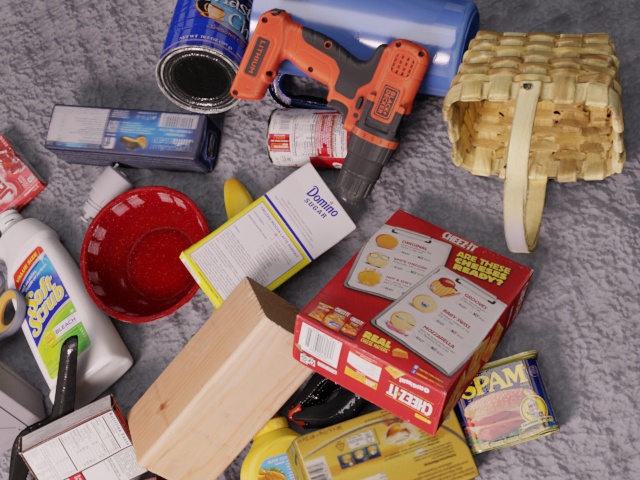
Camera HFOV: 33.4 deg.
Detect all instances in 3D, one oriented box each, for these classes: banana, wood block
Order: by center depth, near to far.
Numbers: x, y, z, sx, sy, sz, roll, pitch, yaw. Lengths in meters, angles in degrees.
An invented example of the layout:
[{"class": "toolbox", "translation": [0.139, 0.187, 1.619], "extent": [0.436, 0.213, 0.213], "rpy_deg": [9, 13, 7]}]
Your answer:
[{"class": "wood block", "translation": [-0.101, 0.152, 1.122], "extent": [0.206, 0.090, 0.091], "rpy_deg": [-49, 32, 11]}, {"class": "banana", "translation": [-0.099, 0.025, 1.219], "extent": [0.070, 0.037, 0.198], "rpy_deg": [10, 78, 15]}]

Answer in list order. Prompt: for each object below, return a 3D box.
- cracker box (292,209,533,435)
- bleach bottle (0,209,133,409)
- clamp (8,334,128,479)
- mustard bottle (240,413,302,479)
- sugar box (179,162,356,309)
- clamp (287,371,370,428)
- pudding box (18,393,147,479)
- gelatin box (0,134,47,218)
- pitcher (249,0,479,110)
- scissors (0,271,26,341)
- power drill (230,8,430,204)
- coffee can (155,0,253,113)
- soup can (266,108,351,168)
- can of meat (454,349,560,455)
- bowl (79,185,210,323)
[{"class": "cracker box", "translation": [0.095, 0.076, 1.078], "extent": [0.164, 0.072, 0.213], "rpy_deg": [26, 43, 19]}, {"class": "bleach bottle", "translation": [-0.321, 0.070, 1.256], "extent": [0.102, 0.068, 0.251], "rpy_deg": [-40, 66, 8]}, {"class": "clamp", "translation": [-0.280, 0.210, 1.178], "extent": [0.210, 0.036, 0.164], "rpy_deg": [-39, 112, 5]}, {"class": "mustard bottle", "translation": [-0.032, 0.262, 1.116], "extent": [0.096, 0.058, 0.192], "rpy_deg": [-9, 68, -28]}, {"class": "sugar box", "translation": [-0.058, 0.002, 1.178], "extent": [0.176, 0.048, 0.093], "rpy_deg": [-36, 93, -14]}, {"class": "clamp", "translation": [0.041, 0.141, 1.141], "extent": [0.172, 0.039, 0.120], "rpy_deg": [-26, 33, 18]}, {"class": "pudding box", "translation": [-0.254, 0.230, 1.150], "extent": [0.113, 0.039, 0.090], "rpy_deg": [-26, 111, -5]}, {"class": "gelatin box", "translation": [-0.395, -0.076, 1.329], "extent": [0.073, 0.030, 0.089], "rpy_deg": [-42, 69, 2]}, {"class": "pitcher", "translation": [0.049, -0.226, 1.207], "extent": [0.243, 0.149, 0.145], "rpy_deg": [14, 65, 15]}, {"class": "scissors", "translation": [-0.385, 0.134, 1.247], "extent": [0.096, 0.016, 0.202], "rpy_deg": [5, 88, 38]}, {"class": "power drill", "translation": [0.003, -0.152, 1.140], "extent": [0.187, 0.057, 0.184], "rpy_deg": [24, 103, 5]}, {"class": "coffee can", "translation": [-0.126, -0.232, 1.234], "extent": [0.103, 0.103, 0.140], "rpy_deg": [-3, 50, 14]}, {"class": "soup can", "translation": [-0.004, -0.116, 1.214], "extent": [0.102, 0.068, 0.068], "rpy_deg": [3, 77, 16]}, {"class": "can of meat", "translation": [0.186, 0.168, 1.095], "extent": [0.102, 0.057, 0.084], "rpy_deg": [-18, 74, 10]}, {"class": "bowl", "translation": [-0.194, 0.021, 1.236], "extent": [0.162, 0.055, 0.162], "rpy_deg": [-4, 75, 14]}]
